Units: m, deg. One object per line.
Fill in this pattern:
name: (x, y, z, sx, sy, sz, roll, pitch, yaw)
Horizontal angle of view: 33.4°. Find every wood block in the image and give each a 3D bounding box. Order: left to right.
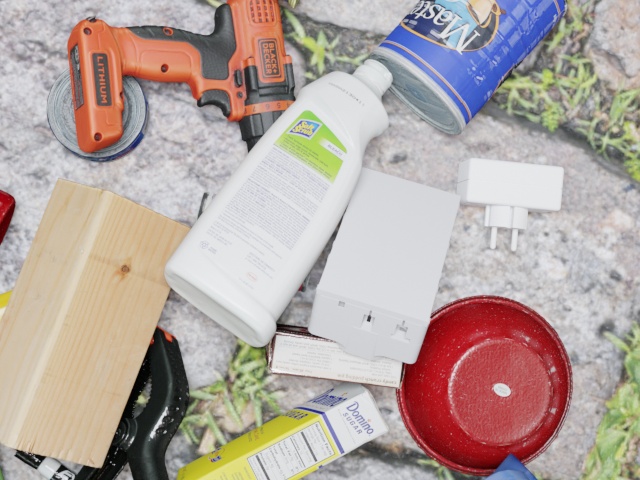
wood block: (-0.195, 0.066, 0.862, 0.090, 0.090, 0.206, 26, 82, -42)

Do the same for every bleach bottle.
bleach bottle: (-0.014, -0.043, 0.857, 0.102, 0.068, 0.250, 36, 70, 2)

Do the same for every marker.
marker: (-0.212, 0.209, 0.915, 0.121, 0.020, 0.020, 37, 86, -3)

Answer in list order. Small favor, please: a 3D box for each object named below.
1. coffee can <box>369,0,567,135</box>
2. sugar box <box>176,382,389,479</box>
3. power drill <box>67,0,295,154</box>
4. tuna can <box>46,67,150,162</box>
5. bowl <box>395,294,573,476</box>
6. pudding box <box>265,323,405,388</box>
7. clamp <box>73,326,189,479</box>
coffee can: (0.125, -0.175, 0.908, 0.103, 0.103, 0.140, 42, 86, -3)
sugar box: (-0.034, 0.175, 0.894, 0.176, 0.093, 0.048, -30, 92, -5)
power drill: (-0.109, -0.117, 0.889, 0.187, 0.057, 0.184, -7, 88, -25)
tuna can: (-0.190, -0.111, 0.916, 0.086, 0.034, 0.086, 0, 89, -5)
bowl: (0.149, 0.129, 0.929, 0.162, 0.055, 0.162, 0, 89, -5)
pudding box: (0.011, 0.096, 0.900, 0.113, 0.090, 0.039, 6, 89, -4)
clamp: (-0.164, 0.171, 0.879, 0.165, 0.036, 0.210, -17, 52, 31)
